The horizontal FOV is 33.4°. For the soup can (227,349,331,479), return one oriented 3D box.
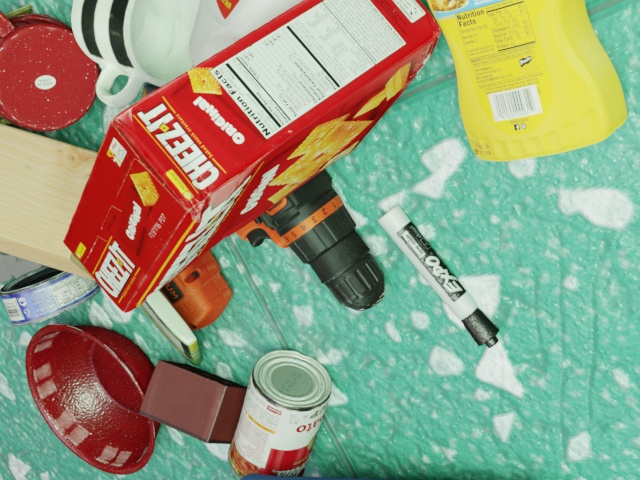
[{"bbox_3d":[-0.034,0.149,0.883,0.068,0.068,0.102,31,128,19],"label":"soup can"}]

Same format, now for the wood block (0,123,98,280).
[{"bbox_3d":[-0.275,-0.045,0.882,0.206,0.091,0.090,16,168,7],"label":"wood block"}]

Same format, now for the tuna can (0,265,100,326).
[{"bbox_3d":[-0.247,0.045,0.972,0.086,0.086,0.034,-9,106,39],"label":"tuna can"}]

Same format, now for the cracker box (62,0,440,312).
[{"bbox_3d":[-0.042,-0.061,0.653,0.072,0.213,0.164,49,149,4],"label":"cracker box"}]

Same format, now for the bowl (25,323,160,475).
[{"bbox_3d":[-0.203,0.139,1.010,0.162,0.055,0.162,17,123,29],"label":"bowl"}]

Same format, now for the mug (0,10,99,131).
[{"bbox_3d":[-0.224,-0.138,0.827,0.117,0.093,0.082,57,170,-22],"label":"mug"}]

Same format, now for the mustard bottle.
[{"bbox_3d":[0.109,-0.145,0.624,0.096,0.058,0.191,-5,111,44],"label":"mustard bottle"}]

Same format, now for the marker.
[{"bbox_3d":[0.086,0.027,0.761,0.121,0.020,0.020,51,132,2],"label":"marker"}]

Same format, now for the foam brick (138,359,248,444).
[{"bbox_3d":[-0.107,0.141,0.931,0.078,0.053,0.051,16,87,28],"label":"foam brick"}]

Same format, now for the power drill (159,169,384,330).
[{"bbox_3d":[-0.055,0.001,0.829,0.188,0.057,0.184,-34,92,41],"label":"power drill"}]
